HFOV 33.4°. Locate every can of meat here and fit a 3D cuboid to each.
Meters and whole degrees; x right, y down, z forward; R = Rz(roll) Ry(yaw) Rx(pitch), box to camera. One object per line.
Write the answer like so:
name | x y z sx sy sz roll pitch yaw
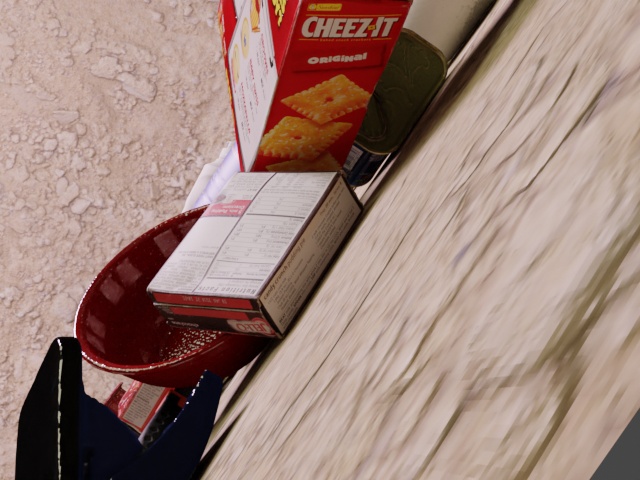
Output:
can of meat | 0.042 -0.097 0.809 0.102 0.057 0.084 -56 1 -21

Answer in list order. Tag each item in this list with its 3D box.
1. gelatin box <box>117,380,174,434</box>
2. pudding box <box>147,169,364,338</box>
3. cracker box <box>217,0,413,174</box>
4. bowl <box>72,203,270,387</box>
gelatin box | -0.140 0.118 0.897 0.073 0.030 0.089 -59 8 -4
pudding box | -0.038 0.006 0.647 0.090 0.039 0.113 3 47 37
cracker box | -0.011 -0.147 0.674 0.214 0.072 0.164 115 149 -60
bowl | -0.080 0.045 0.708 0.162 0.055 0.162 -19 35 13
